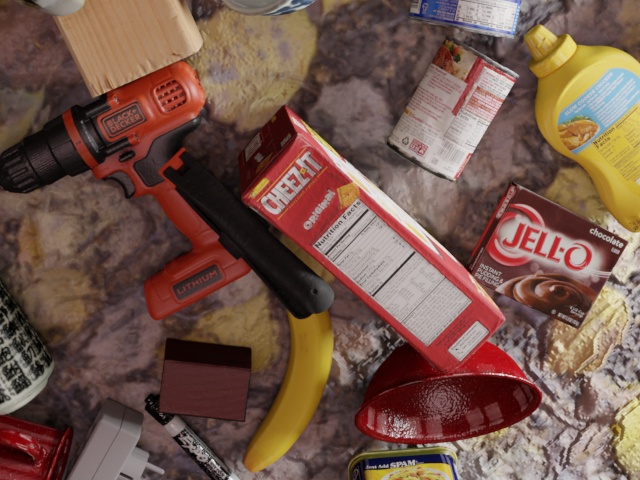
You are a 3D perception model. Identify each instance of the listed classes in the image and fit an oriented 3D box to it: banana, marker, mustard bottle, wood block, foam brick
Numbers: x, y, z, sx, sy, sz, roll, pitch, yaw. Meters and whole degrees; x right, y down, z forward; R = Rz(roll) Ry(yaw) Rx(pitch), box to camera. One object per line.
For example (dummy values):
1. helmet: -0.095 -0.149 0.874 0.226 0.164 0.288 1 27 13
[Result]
1. banana: -0.026 0.116 0.944 0.069 0.037 0.198 5 107 -5
2. marker: -0.116 0.185 0.967 0.020 0.020 0.121 -39 105 7
3. mustard bottle: 0.236 -0.103 0.889 0.096 0.058 0.191 -42 104 11
4. wood block: -0.173 -0.226 0.813 0.091 0.090 0.206 -22 106 4
5. foam brick: -0.101 0.122 0.933 0.078 0.053 0.051 8 105 -5

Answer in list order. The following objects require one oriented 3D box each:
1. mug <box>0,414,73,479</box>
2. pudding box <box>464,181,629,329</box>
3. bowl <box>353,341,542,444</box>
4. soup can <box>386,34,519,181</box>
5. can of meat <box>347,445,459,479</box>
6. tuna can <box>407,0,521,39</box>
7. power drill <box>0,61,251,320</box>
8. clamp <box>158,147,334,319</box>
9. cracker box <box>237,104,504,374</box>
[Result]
1. mug: -0.266 0.190 0.915 0.081 0.093 0.117 17 149 -3
2. pudding box: 0.195 0.013 0.928 0.113 0.039 0.090 25 102 -10
3. bowl: 0.106 0.124 0.921 0.162 0.055 0.162 -4 150 -3
4. soup can: 0.107 -0.107 0.874 0.068 0.068 0.102 27 102 -11
5. can of meat: 0.079 0.235 0.954 0.102 0.084 0.057 -4 121 -3
6. tuna can: 0.114 -0.184 0.845 0.086 0.086 0.034 9 103 -6
7. power drill: -0.151 -0.031 0.884 0.184 0.057 0.187 -26 106 4
8. clamp: -0.055 0.001 0.834 0.039 0.120 0.171 -41 81 -15
9. cracker box: 0.032 -0.004 0.849 0.213 0.164 0.072 41 97 -13
